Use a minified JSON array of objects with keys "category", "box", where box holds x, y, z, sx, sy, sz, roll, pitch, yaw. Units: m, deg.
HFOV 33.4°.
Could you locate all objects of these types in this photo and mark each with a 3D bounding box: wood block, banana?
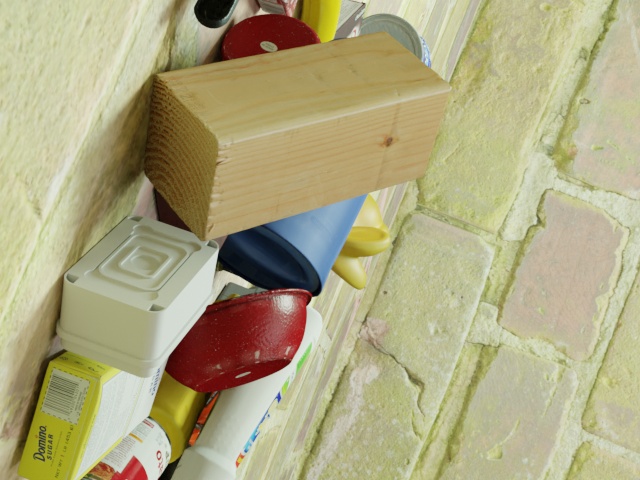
[{"category":"wood block","box":[-0.016,-0.082,0.792,0.205,0.090,0.091,-17,138,-33]},{"category":"banana","box":[-0.009,-0.225,1.043,0.069,0.037,0.198,-41,160,-17]}]

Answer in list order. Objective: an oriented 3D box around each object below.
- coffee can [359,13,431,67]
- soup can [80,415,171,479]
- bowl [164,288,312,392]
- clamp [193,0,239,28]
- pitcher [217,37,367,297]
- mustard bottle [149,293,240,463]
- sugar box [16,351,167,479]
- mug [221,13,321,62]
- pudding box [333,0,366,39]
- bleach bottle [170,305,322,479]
[{"category":"coffee can","box":[0.089,-0.238,1.400,0.140,0.103,0.103,-25,136,-78]},{"category":"soup can","box":[-0.175,0.197,0.895,0.102,0.068,0.069,-56,165,-61]},{"category":"bowl","box":[-0.077,0.097,0.962,0.162,0.162,0.055,80,-8,-74]},{"category":"clamp","box":[-0.046,-0.232,0.756,0.171,0.039,0.120,-68,179,-55]},{"category":"pitcher","box":[-0.011,-0.081,1.011,0.242,0.145,0.149,-61,177,-25]},{"category":"mustard bottle","box":[-0.124,0.126,1.083,0.096,0.058,0.191,104,10,-48]},{"category":"sugar box","box":[-0.167,0.116,0.823,0.176,0.048,0.093,-49,159,-78]},{"category":"mug","box":[-0.038,-0.140,0.884,0.081,0.093,0.117,93,7,-51]},{"category":"pudding box","box":[0.009,-0.208,1.171,0.113,0.039,0.090,-58,166,-53]},{"category":"bleach bottle","box":[-0.082,0.174,1.048,0.250,0.068,0.103,-60,176,-31]}]
